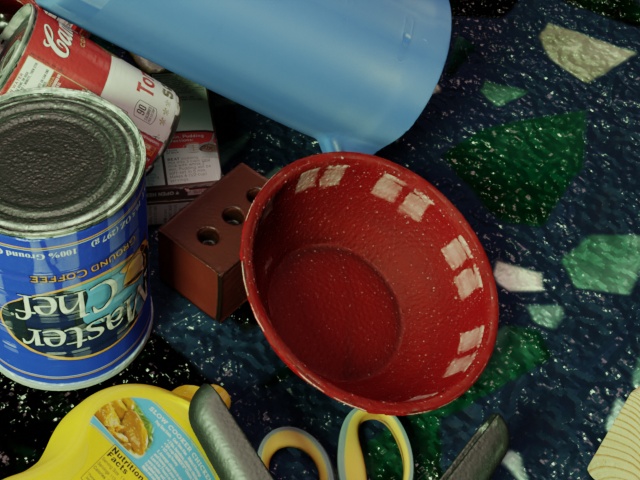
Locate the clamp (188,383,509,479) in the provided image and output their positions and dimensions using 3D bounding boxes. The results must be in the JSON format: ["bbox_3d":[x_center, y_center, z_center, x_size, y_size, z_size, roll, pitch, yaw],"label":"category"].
[{"bbox_3d":[0.022,0.168,0.504,0.164,0.036,0.210,0,65,-11],"label":"clamp"}]

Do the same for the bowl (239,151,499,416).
[{"bbox_3d":[0.021,0.031,0.617,0.162,0.055,0.162,12,60,-21],"label":"bowl"}]

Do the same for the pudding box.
[{"bbox_3d":[-0.114,-0.062,0.707,0.090,0.039,0.113,-6,50,-10],"label":"pudding box"}]

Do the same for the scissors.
[{"bbox_3d":[0.007,0.171,0.545,0.096,0.016,0.201,6,50,0],"label":"scissors"}]

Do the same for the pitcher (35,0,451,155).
[{"bbox_3d":[-0.046,-0.160,0.665,0.242,0.145,0.149,19,34,-31],"label":"pitcher"}]

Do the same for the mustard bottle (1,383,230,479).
[{"bbox_3d":[-0.097,0.125,0.520,0.096,0.058,0.191,51,35,-3],"label":"mustard bottle"}]

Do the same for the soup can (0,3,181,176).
[{"bbox_3d":[-0.141,-0.082,0.621,0.102,0.069,0.068,29,43,-29],"label":"soup can"}]

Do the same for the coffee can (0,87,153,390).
[{"bbox_3d":[-0.145,0.002,0.584,0.102,0.140,0.103,3,50,-4],"label":"coffee can"}]

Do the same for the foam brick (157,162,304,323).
[{"bbox_3d":[-0.054,0.001,0.653,0.053,0.051,0.078,34,55,19],"label":"foam brick"}]
